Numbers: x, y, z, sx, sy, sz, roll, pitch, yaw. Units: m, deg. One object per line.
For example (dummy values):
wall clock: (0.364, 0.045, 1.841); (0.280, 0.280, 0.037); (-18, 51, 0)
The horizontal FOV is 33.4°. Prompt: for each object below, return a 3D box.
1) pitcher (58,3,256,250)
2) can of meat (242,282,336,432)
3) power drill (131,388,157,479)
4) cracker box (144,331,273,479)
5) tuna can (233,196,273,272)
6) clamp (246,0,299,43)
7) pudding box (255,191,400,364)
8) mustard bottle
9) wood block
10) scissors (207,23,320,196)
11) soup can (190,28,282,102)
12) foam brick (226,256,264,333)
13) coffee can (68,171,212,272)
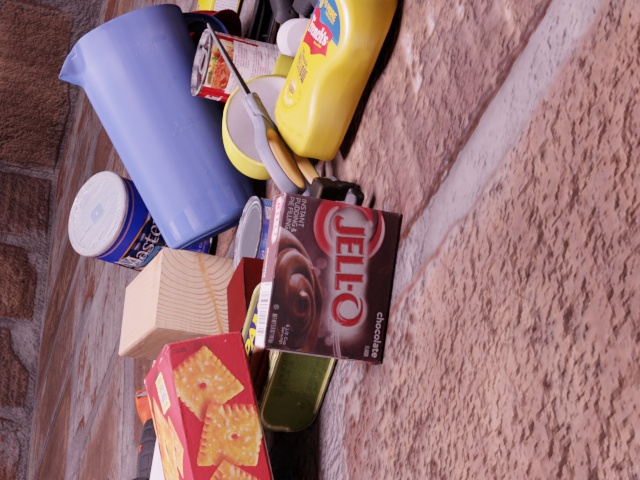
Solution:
pitcher: (-0.152, -0.122, 1.139); (0.149, 0.144, 0.243); (-26, 90, 23)
can of meat: (-0.028, 0.095, 0.881); (0.084, 0.057, 0.102); (-121, 44, -59)
power drill: (-0.165, 0.264, 1.132); (0.187, 0.057, 0.184); (-91, -8, -46)
cracker box: (-0.089, 0.196, 0.874); (0.164, 0.072, 0.214); (133, 127, -68)
tuna can: (-0.057, 0.001, 1.048); (0.086, 0.033, 0.086); (-170, 90, -71)
clamp: (-0.055, -0.277, 1.184); (0.165, 0.036, 0.210); (131, 147, -56)
pudding box: (0.004, 0.028, 0.768); (0.039, 0.090, 0.113); (176, 103, -73)
mustard bottle: (0.018, -0.166, 0.880); (0.096, 0.058, 0.192); (-103, 30, -48)
wood block: (-0.169, 0.082, 1.248); (0.206, 0.090, 0.091); (145, 132, -64)
scissors: (-0.046, -0.106, 0.949); (0.016, 0.096, 0.202); (-36, 52, 17)
soup can: (-0.073, -0.169, 1.079); (0.069, 0.102, 0.068); (-170, 90, -71)
foam brick: (-0.054, 0.062, 0.977); (0.051, 0.053, 0.078); (119, 154, -45)
coffee can: (-0.214, -0.014, 1.281); (0.103, 0.140, 0.103); (-16, 65, 38)
